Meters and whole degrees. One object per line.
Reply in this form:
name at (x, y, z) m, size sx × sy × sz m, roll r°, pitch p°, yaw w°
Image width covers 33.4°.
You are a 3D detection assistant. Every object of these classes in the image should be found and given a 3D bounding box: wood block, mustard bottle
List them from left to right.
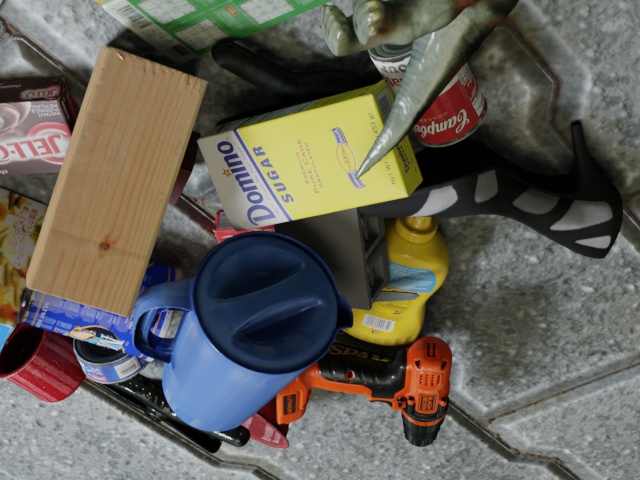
wood block at (-0.175, -0.051, 0.905) m, size 0.090 × 0.090 × 0.206 m, roll 18°, pitch 92°, yaw -16°
mustard bottle at (0.077, 0.029, 1.081) m, size 0.096 × 0.058 × 0.192 m, roll 16°, pitch 137°, yaw -2°

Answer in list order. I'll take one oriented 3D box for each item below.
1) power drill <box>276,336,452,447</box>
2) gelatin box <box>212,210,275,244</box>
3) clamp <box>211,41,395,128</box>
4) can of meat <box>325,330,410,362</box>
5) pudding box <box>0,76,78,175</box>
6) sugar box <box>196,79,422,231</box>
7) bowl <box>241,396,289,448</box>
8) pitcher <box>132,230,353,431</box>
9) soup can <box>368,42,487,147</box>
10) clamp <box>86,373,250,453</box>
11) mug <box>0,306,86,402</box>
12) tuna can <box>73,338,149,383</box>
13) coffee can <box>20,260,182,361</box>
power drill at (0.046, 0.165, 1.155) m, size 0.187 × 0.057 × 0.184 m, roll 1°, pitch 139°, yaw 1°
gelatin box at (-0.057, 0.001, 1.084) m, size 0.089 × 0.030 × 0.073 m, roll -5°, pitch 137°, yaw 10°
clamp at (-0.018, -0.127, 0.930) m, size 0.171 × 0.039 × 0.120 m, roll -1°, pitch 151°, yaw 5°
can of meat at (0.037, 0.118, 1.187) m, size 0.102 × 0.057 × 0.084 m, roll 16°, pitch 139°, yaw -12°
pudding box at (-0.278, -0.103, 0.981) m, size 0.113 × 0.039 × 0.090 m, roll -1°, pitch 138°, yaw 7°
sugar box at (-0.011, -0.068, 0.905) m, size 0.176 × 0.048 × 0.093 m, roll -13°, pitch 108°, yaw 28°
bowl at (-0.094, 0.177, 1.235) m, size 0.162 × 0.055 × 0.162 m, roll 27°, pitch 159°, yaw 11°
pitcher at (-0.088, 0.097, 1.009) m, size 0.149 × 0.144 × 0.243 m, roll 45°, pitch 149°, yaw 6°
soup can at (0.090, -0.137, 0.890) m, size 0.069 × 0.068 × 0.102 m, roll -17°, pitch 133°, yaw 22°
clamp at (-0.189, 0.202, 1.289) m, size 0.210 × 0.036 × 0.165 m, roll 28°, pitch 158°, yaw -2°
mug at (-0.324, 0.130, 1.218) m, size 0.117 × 0.093 × 0.081 m, roll 10°, pitch 155°, yaw 43°
tuna can at (-0.229, 0.115, 1.184) m, size 0.086 × 0.086 × 0.034 m, roll -5°, pitch 136°, yaw 10°
coffee can at (-0.227, 0.057, 1.107) m, size 0.140 × 0.102 × 0.103 m, roll 19°, pitch 136°, yaw -15°
